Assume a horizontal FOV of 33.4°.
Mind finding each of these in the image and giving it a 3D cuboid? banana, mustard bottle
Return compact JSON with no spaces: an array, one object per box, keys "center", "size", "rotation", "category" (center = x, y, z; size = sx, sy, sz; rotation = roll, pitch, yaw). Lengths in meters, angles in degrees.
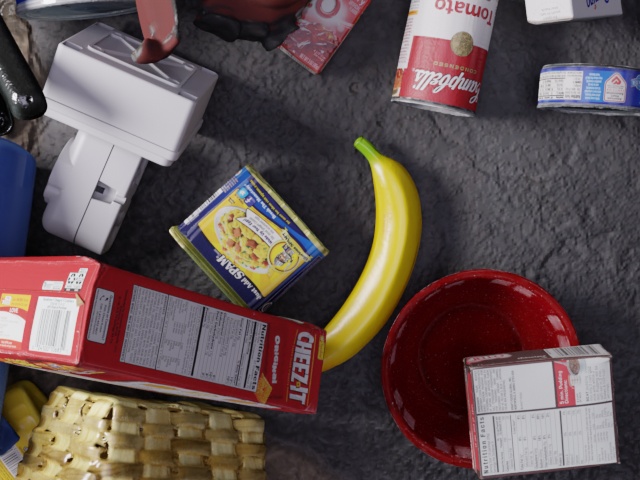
[{"center":[0.042,0.018,0.870],"size":[0.070,0.037,0.198],"rotation":[13,95,9],"category":"banana"},{"center":[-0.293,0.202,0.866],"size":[0.191,0.058,0.096],"rotation":[-33,99,2],"category":"mustard bottle"}]

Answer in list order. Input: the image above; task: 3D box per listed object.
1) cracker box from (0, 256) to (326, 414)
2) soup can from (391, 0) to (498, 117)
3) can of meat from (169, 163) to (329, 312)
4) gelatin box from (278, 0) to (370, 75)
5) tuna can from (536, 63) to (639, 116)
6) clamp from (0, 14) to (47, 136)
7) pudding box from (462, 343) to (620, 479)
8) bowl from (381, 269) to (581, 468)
[{"center":[-0.126,0.068,0.755],"size":[0.213,0.164,0.072],"rotation":[21,75,-45],"category":"cracker box"},{"center":[0.098,-0.153,0.836],"size":[0.068,0.068,0.102],"rotation":[11,95,-3],"category":"soup can"},{"center":[-0.056,0.001,0.854],"size":[0.084,0.057,0.102],"rotation":[-42,96,0],"category":"can of meat"},{"center":[-0.017,-0.187,0.847],"size":[0.089,0.030,0.073],"rotation":[36,94,-5],"category":"gelatin box"},{"center":[0.214,-0.117,0.834],"size":[0.086,0.086,0.034],"rotation":[4,94,-2],"category":"tuna can"},{"center":[-0.259,-0.172,0.784],"size":[0.036,0.165,0.210],"rotation":[-23,93,-24],"category":"clamp"},{"center":[0.170,0.132,0.826],"size":[0.113,0.039,0.090],"rotation":[-5,96,1],"category":"pudding box"},{"center":[0.127,0.100,0.869],"size":[0.162,0.055,0.162],"rotation":[0,96,-2],"category":"bowl"}]
